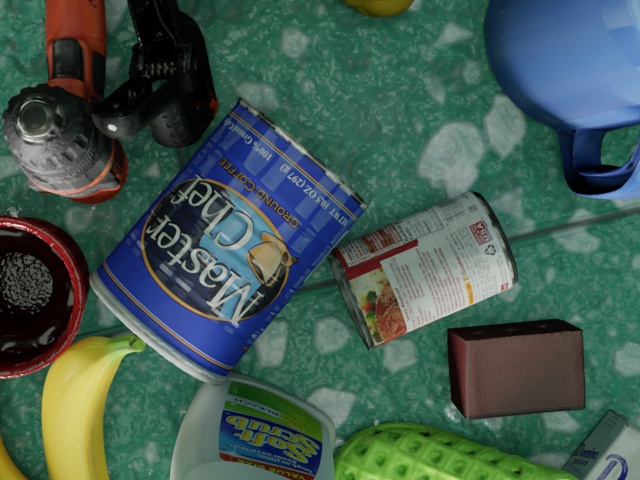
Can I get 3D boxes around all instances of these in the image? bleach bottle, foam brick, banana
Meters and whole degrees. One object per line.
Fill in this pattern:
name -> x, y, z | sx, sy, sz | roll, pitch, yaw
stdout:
bleach bottle -> -0.032, 0.137, 0.578 | 0.102, 0.251, 0.068 | 26, 92, -7
foam brick -> 0.124, 0.081, 0.687 | 0.078, 0.053, 0.051 | -5, 95, -6
banana -> -0.142, 0.135, 0.659 | 0.037, 0.070, 0.198 | -21, 126, -42

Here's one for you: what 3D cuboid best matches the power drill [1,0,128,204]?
power drill -> -0.142, -0.117, 0.591 | 0.057, 0.184, 0.187 | -1, 86, -5

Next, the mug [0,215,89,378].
mug -> -0.192, 0.020, 0.640 | 0.093, 0.081, 0.117 | -44, 97, 0

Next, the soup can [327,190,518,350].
soup can -> 0.063, 0.018, 0.668 | 0.102, 0.068, 0.068 | -23, 97, -3

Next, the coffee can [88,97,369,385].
coffee can -> -0.054, 0.001, 0.639 | 0.103, 0.103, 0.140 | 40, 91, -7

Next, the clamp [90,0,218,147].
clamp -> -0.089, -0.089, 0.591 | 0.039, 0.171, 0.120 | 6, 72, 12
